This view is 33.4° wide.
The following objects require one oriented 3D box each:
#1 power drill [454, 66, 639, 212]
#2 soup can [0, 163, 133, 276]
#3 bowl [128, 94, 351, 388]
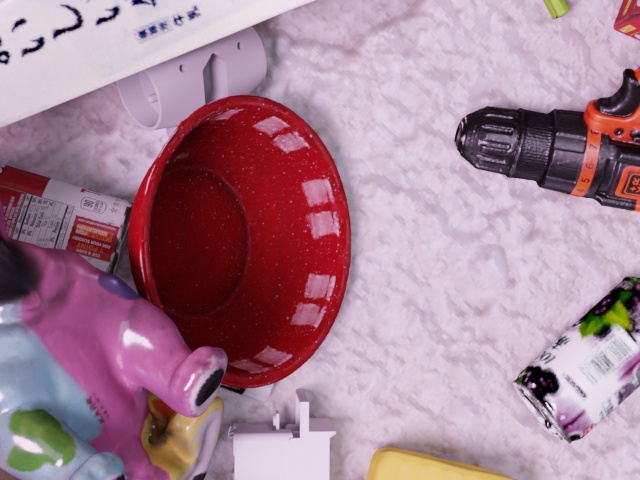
[{"bbox_3d":[0.183,-0.102,0.610,0.184,0.057,0.188,9,132,-2],"label":"power drill"},{"bbox_3d":[-0.163,-0.004,0.606,0.102,0.068,0.068,16,90,-8],"label":"soup can"},{"bbox_3d":[-0.054,0.001,0.605,0.161,0.055,0.162,1,89,-47],"label":"bowl"}]
